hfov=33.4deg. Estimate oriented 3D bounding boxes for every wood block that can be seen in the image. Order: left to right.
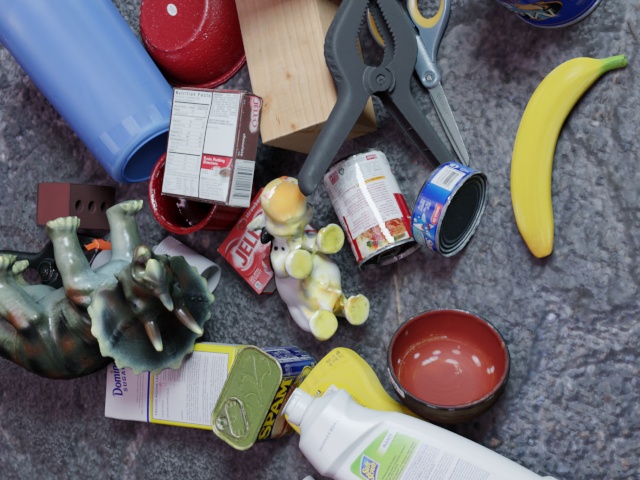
[{"bbox_3d":[-0.018,-0.203,1.079,0.090,0.090,0.206,-16,80,28],"label":"wood block"}]

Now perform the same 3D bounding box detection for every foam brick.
[{"bbox_3d":[-0.282,-0.039,1.229,0.051,0.078,0.053,2,91,29],"label":"foam brick"}]

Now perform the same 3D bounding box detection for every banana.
[{"bbox_3d":[0.210,-0.086,0.974,0.070,0.037,0.198,24,100,29],"label":"banana"}]

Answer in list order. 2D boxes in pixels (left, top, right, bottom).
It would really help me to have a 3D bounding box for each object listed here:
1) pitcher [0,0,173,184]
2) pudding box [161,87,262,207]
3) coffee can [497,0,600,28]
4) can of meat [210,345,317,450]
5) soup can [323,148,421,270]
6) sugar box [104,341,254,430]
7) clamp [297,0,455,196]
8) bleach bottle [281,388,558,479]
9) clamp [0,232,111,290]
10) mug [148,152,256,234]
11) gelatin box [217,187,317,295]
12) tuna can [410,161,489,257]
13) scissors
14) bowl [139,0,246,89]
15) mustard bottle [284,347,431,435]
[{"bbox_3d":[-0.249,-0.178,1.189,0.145,0.149,0.243,-42,74,14],"label":"pitcher"},{"bbox_3d":[-0.108,-0.093,1.057,0.090,0.039,0.113,10,93,34],"label":"pudding box"},{"bbox_3d":[0.187,-0.251,0.936,0.103,0.140,0.103,-1,87,30],"label":"coffee can"},{"bbox_3d":[-0.054,0.157,1.087,0.057,0.083,0.102,28,101,27],"label":"can of meat"},{"bbox_3d":[0.050,-0.030,1.045,0.069,0.068,0.102,-30,73,25],"label":"soup can"},{"bbox_3d":[-0.155,0.155,1.167,0.177,0.048,0.093,2,88,33],"label":"sugar box"},{"bbox_3d":[0.041,-0.141,0.994,0.036,0.164,0.210,5,107,66],"label":"clamp"},{"bbox_3d":[0.084,0.200,0.958,0.251,0.068,0.102,29,80,6],"label":"bleach bottle"},{"bbox_3d":[-0.325,0.032,1.273,0.172,0.039,0.120,-35,76,17],"label":"clamp"},{"bbox_3d":[-0.119,-0.063,1.135,0.093,0.081,0.117,14,95,29],"label":"mug"},{"bbox_3d":[-0.057,0.002,1.126,0.073,0.030,0.089,45,109,23],"label":"gelatin box"},{"bbox_3d":[0.120,-0.030,0.995,0.034,0.086,0.086,27,101,29],"label":"tuna can"},{"bbox_3d":[0.118,-0.177,1.043,0.096,0.016,0.202,-43,69,21],"label":"scissors"},{"bbox_3d":[-0.145,-0.249,1.174,0.162,0.055,0.162,-2,87,30],"label":"bowl"},{"bbox_3d":[0.060,0.198,1.034,0.192,0.058,0.096,41,97,25],"label":"mustard bottle"}]
